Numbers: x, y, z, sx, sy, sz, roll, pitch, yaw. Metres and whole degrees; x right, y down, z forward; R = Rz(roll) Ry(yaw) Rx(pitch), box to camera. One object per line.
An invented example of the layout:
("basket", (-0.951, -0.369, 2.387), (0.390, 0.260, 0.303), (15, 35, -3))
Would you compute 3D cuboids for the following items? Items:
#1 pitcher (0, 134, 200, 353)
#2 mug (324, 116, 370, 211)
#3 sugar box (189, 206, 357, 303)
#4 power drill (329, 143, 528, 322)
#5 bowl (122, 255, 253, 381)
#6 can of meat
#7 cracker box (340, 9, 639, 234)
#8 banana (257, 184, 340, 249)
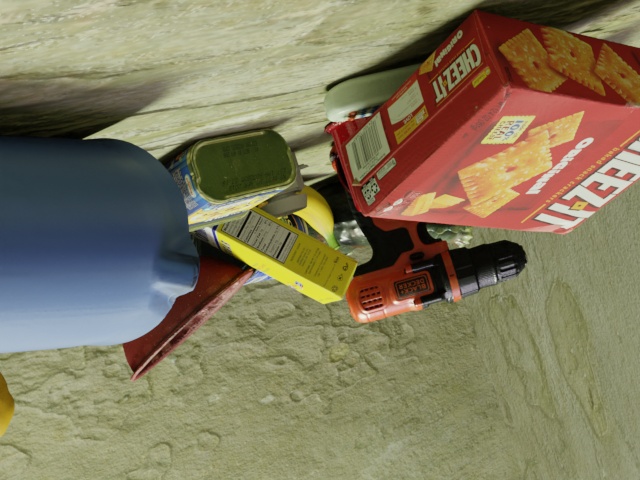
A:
("pitcher", (-0.193, 0.000, 0.583), (0.149, 0.145, 0.242), (-32, 169, 20))
("mug", (0.052, -0.072, 0.960), (0.093, 0.081, 0.117), (-15, 176, -38))
("sugar box", (-0.057, 0.002, 1.007), (0.176, 0.048, 0.093), (26, 169, -6))
("power drill", (0.097, -0.025, 1.068), (0.184, 0.187, 0.057), (-16, 175, 1))
("bowl", (-0.143, 0.065, 1.050), (0.162, 0.055, 0.162), (-43, 178, -2))
("can of meat", (-0.082, -0.048, 0.864), (0.101, 0.057, 0.084), (-16, 174, -38))
("cracker box", (0.149, -0.074, 0.773), (0.213, 0.072, 0.164), (4, 148, -35))
("banana", (-0.026, -0.038, 1.252), (0.037, 0.070, 0.197), (-34, 157, 18))
